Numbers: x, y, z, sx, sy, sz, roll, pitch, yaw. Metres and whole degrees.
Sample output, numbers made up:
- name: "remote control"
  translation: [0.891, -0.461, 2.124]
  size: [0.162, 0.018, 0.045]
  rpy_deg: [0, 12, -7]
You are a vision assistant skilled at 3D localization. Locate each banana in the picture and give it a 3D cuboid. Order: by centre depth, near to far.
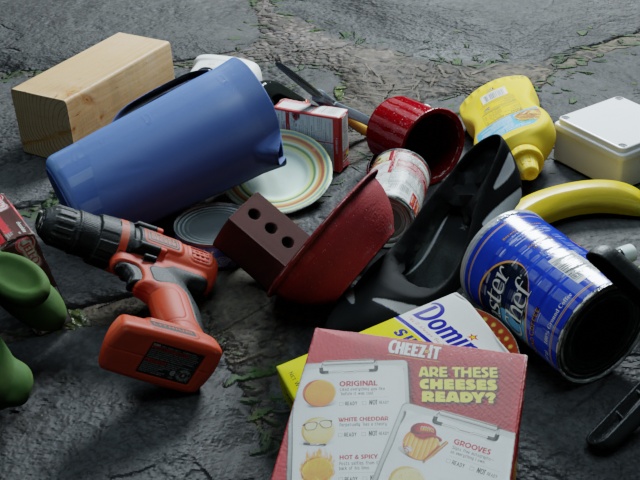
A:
- name: "banana"
  translation: [0.270, -0.035, 1.149]
  size: [0.197, 0.037, 0.070]
  rpy_deg: [-8, 32, -9]

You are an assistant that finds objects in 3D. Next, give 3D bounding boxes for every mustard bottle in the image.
- name: "mustard bottle"
  translation: [0.228, -0.126, 1.269]
  size: [0.096, 0.058, 0.191]
  rpy_deg: [-24, 31, 11]

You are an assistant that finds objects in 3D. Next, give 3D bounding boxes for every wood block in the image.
- name: "wood block"
  translation: [-0.286, -0.186, 1.374]
  size: [0.091, 0.090, 0.205]
  rpy_deg: [16, 37, 26]

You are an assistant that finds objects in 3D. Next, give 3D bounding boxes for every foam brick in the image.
- name: "foam brick"
  translation: [-0.057, 0.001, 1.064]
  size: [0.078, 0.051, 0.052]
  rpy_deg: [40, 50, 5]

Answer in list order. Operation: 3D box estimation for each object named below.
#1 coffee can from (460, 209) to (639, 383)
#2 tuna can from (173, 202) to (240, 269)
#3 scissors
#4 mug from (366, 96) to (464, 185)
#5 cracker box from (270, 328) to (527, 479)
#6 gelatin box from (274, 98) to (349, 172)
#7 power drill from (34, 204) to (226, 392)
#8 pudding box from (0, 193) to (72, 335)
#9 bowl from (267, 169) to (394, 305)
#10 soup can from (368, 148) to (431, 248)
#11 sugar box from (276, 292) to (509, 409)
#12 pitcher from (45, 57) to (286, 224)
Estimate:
- name: "coffee can"
  translation: [0.208, 0.048, 0.960]
  size: [0.102, 0.103, 0.140]
  rpy_deg: [-18, 36, -24]
- name: "tuna can"
  translation: [-0.111, -0.005, 1.126]
  size: [0.086, 0.034, 0.086]
  rpy_deg: [-1, 32, 1]
- name: "scissors"
  translation: [-0.007, -0.169, 1.291]
  size: [0.201, 0.016, 0.096]
  rpy_deg: [26, -11, -38]
- name: "mug"
  translation: [0.100, -0.111, 1.247]
  size: [0.117, 0.093, 0.082]
  rpy_deg: [-50, 40, -4]
- name: "cracker box"
  translation: [0.053, 0.174, 0.754]
  size: [0.164, 0.072, 0.213]
  rpy_deg: [7, 49, 13]
- name: "gelatin box"
  translation: [-0.011, -0.126, 1.277]
  size: [0.089, 0.073, 0.030]
  rpy_deg: [12, 34, 23]
- name: "power drill"
  translation: [-0.168, 0.046, 0.969]
  size: [0.184, 0.057, 0.188]
  rpy_deg: [19, 28, -26]
- name: "pudding box"
  translation: [-0.285, 0.023, 1.018]
  size: [0.039, 0.113, 0.090]
  rpy_deg: [-26, 39, -20]
- name: "bowl"
  translation: [0.021, 0.009, 1.021]
  size: [0.055, 0.162, 0.161]
  rpy_deg: [40, 42, 3]
- name: "soup can"
  translation: [0.078, -0.046, 1.150]
  size: [0.068, 0.068, 0.102]
  rpy_deg: [6, 33, 12]
- name: "sugar box"
  translation: [0.062, 0.113, 0.890]
  size: [0.176, 0.048, 0.093]
  rpy_deg: [-24, 43, -12]
- name: "pitcher"
  translation: [-0.172, -0.097, 1.162]
  size: [0.242, 0.145, 0.149]
  rpy_deg: [-28, 6, -15]
